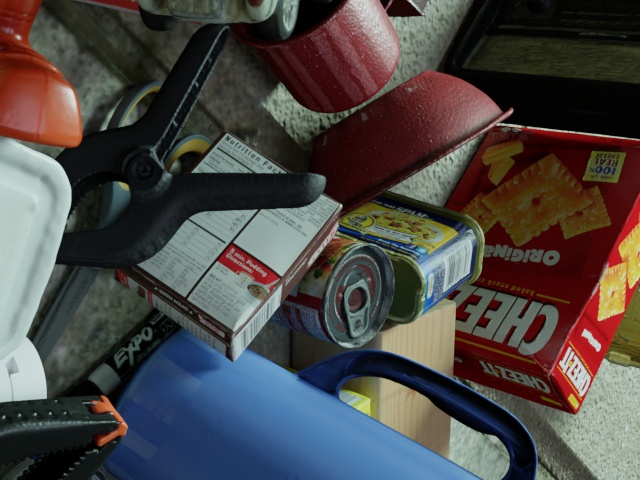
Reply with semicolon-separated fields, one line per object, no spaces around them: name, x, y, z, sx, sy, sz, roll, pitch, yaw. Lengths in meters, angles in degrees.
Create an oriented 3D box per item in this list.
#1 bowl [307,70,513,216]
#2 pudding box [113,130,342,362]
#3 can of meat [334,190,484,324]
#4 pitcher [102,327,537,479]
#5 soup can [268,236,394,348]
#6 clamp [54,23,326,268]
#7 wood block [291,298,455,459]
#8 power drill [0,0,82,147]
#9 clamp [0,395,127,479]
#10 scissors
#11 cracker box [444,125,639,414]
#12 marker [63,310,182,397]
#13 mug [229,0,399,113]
bowl;0.049;-0.070;0.734;0.161;0.162;0.055;-33;94;-37
pudding box;-0.054;0.001;0.635;0.113;0.090;0.039;-51;167;-27
can of meat;0.052;0.011;0.764;0.083;0.102;0.057;-30;131;-48
pitcher;0.000;0.145;0.638;0.149;0.243;0.145;-44;161;-51
soup can;-0.012;0.026;0.706;0.068;0.102;0.068;-16;113;-45
clamp;-0.095;-0.047;0.600;0.171;0.120;0.039;-22;162;-5
wood block;0.039;0.143;0.808;0.090;0.090;0.206;-15;113;-44
power drill;-0.120;-0.142;0.489;0.057;0.185;0.188;11;102;-38
clamp;-0.198;0.133;0.532;0.209;0.036;0.164;-33;137;-17
scissors;-0.118;0.004;0.648;0.096;0.016;0.202;21;86;-49
cracker box;0.168;0.012;0.856;0.213;0.164;0.072;-58;135;-19
marker;-0.117;0.071;0.666;0.121;0.020;0.020;-44;130;-30
mug;0.008;-0.144;0.684;0.117;0.093;0.081;-50;139;-8
